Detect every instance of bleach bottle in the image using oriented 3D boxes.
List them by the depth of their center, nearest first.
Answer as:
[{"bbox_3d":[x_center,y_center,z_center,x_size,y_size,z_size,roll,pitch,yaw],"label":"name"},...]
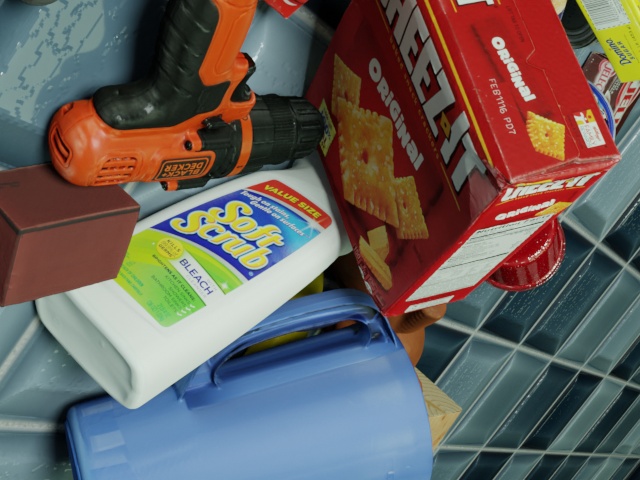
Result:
[{"bbox_3d":[-0.055,0.001,0.696,0.250,0.103,0.068,-36,161,-36],"label":"bleach bottle"}]

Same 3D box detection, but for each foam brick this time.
[{"bbox_3d":[-0.149,-0.006,0.583,0.078,0.053,0.051,-15,136,-45],"label":"foam brick"}]

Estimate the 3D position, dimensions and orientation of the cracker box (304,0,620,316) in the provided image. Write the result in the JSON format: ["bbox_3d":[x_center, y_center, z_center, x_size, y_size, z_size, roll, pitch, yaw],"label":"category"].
[{"bbox_3d":[0.064,-0.066,0.616,0.072,0.164,0.214,-14,163,-19],"label":"cracker box"}]

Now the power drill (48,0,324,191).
[{"bbox_3d":[-0.037,-0.101,0.575,0.184,0.057,0.188,-12,149,-43],"label":"power drill"}]

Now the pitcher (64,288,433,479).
[{"bbox_3d":[-0.052,0.134,0.755,0.242,0.149,0.145,-11,167,-17],"label":"pitcher"}]

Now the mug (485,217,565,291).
[{"bbox_3d":[0.179,-0.018,0.989,0.081,0.093,0.117,46,49,-70],"label":"mug"}]
